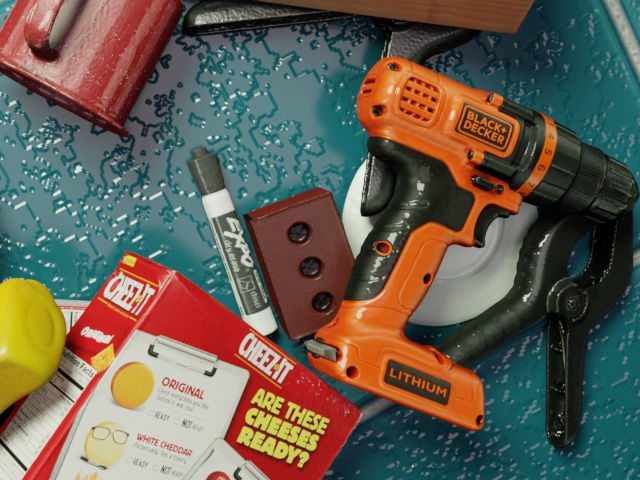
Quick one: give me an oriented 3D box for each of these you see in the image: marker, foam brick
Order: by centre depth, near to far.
[{"bbox_3d":[-0.009,0.013,0.643,0.053,0.051,0.078,-21,100,-7],"label":"foam brick"},{"bbox_3d":[-0.054,0.001,0.650,0.020,0.020,0.121,-20,99,-7],"label":"marker"}]

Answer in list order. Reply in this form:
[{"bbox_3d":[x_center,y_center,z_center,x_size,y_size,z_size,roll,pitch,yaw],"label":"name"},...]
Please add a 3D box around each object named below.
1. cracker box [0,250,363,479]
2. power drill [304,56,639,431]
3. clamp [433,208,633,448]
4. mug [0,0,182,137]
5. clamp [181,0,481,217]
[{"bbox_3d":[-0.099,0.139,0.593,0.164,0.072,0.213,41,77,-35],"label":"cracker box"},{"bbox_3d":[0.084,0.009,0.614,0.184,0.057,0.187,21,83,-16],"label":"power drill"},{"bbox_3d":[0.140,0.038,0.675,0.120,0.039,0.171,21,88,-28],"label":"clamp"},{"bbox_3d":[-0.130,-0.116,0.578,0.093,0.117,0.081,27,86,7],"label":"mug"},{"bbox_3d":[0.032,-0.143,0.640,0.164,0.036,0.210,39,87,-6],"label":"clamp"}]
